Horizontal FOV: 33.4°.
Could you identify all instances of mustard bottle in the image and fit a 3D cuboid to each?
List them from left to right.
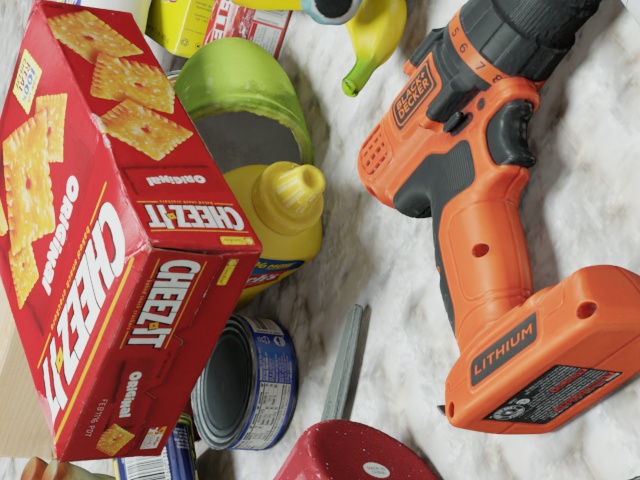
[{"bbox_3d":[-0.054,0.001,0.649,0.192,0.096,0.058,-35,53,50],"label":"mustard bottle"}]

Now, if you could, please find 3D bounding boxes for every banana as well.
[{"bbox_3d":[0.002,-0.143,0.633,0.198,0.069,0.037,48,165,55],"label":"banana"}]

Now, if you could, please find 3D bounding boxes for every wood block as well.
[{"bbox_3d":[-0.245,0.084,0.952,0.090,0.090,0.206,51,125,53],"label":"wood block"}]

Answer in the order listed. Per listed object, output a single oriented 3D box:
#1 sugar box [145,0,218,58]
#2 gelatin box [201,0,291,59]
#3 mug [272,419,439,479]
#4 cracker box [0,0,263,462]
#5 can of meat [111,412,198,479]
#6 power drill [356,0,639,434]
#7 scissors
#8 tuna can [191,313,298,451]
[{"bbox_3d":[-0.083,-0.230,0.812,0.093,0.048,0.176,39,117,57],"label":"sugar box"},{"bbox_3d":[-0.053,-0.155,0.756,0.073,0.030,0.089,42,118,55],"label":"gelatin box"},{"bbox_3d":[0.018,0.148,0.508,0.117,0.093,0.082,38,113,22],"label":"mug"},{"bbox_3d":[-0.128,-0.009,0.606,0.214,0.071,0.164,59,135,38],"label":"cracker box"},{"bbox_3d":[-0.104,0.172,0.700,0.102,0.057,0.084,96,162,-57],"label":"can of meat"},{"bbox_3d":[0.088,-0.026,0.459,0.185,0.057,0.187,-52,38,44],"label":"power drill"},{"bbox_3d":[-0.012,0.138,0.619,0.096,0.016,0.202,-6,76,59],"label":"scissors"},{"bbox_3d":[-0.049,0.090,0.676,0.086,0.033,0.086,-24,62,55],"label":"tuna can"}]
